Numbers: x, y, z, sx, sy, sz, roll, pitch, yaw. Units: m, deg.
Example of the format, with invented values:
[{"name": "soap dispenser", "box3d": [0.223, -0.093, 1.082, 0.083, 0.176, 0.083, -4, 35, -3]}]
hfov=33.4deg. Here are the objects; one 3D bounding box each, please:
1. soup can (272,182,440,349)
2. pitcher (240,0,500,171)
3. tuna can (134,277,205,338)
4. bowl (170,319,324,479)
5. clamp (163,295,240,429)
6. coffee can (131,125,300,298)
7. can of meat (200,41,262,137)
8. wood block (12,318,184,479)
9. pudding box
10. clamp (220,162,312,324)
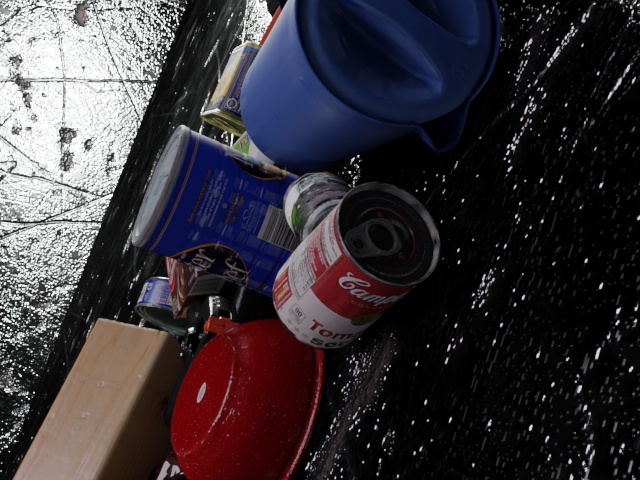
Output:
[{"name": "soup can", "box3d": [0.019, 0.018, 0.658, 0.102, 0.068, 0.068, -48, 25, 52]}, {"name": "pitcher", "box3d": [0.013, -0.131, 0.755, 0.243, 0.145, 0.149, 158, 129, -73]}, {"name": "tuna can", "box3d": [-0.145, 0.070, 1.100, 0.086, 0.086, 0.033, -32, 37, 65]}, {"name": "bowl", "box3d": [-0.063, 0.120, 0.774, 0.162, 0.055, 0.162, -46, 30, 37]}, {"name": "clamp", "box3d": [-0.102, 0.102, 0.908, 0.172, 0.039, 0.120, 144, 133, -74]}, {"name": "coffee can", "box3d": [-0.067, -0.019, 0.859, 0.103, 0.140, 0.103, -58, 18, 31]}, {"name": "can of meat", "box3d": [-0.079, -0.157, 1.124, 0.084, 0.057, 0.102, -67, 17, -3]}, {"name": "wood block", "box3d": [-0.196, 0.188, 0.978, 0.090, 0.090, 0.206, 8, 59, 29]}, {"name": "pudding box", "box3d": [-0.118, 0.013, 1.008, 0.114, 0.039, 0.090, 129, 133, -58]}, {"name": "clamp", "box3d": [-0.056, 0.001, 0.988, 0.164, 0.036, 0.210, -120, 51, -70]}]
